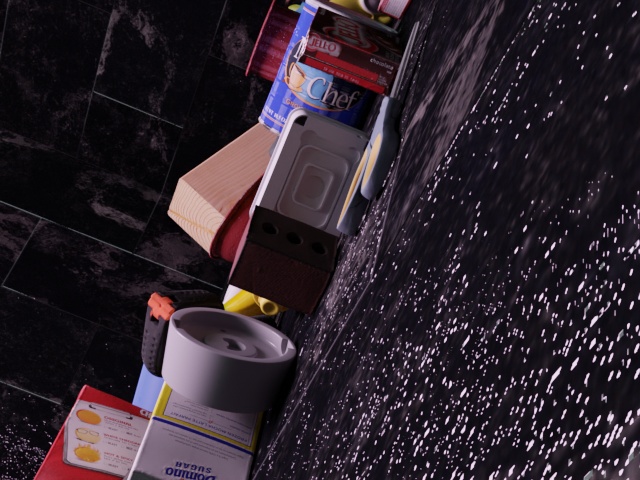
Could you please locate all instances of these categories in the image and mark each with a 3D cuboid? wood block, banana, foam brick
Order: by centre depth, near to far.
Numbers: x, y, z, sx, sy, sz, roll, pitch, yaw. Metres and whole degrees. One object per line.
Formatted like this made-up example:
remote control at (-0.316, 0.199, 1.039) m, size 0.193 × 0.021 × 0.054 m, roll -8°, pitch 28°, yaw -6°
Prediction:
foam brick at (-0.030, 0.017, 0.883) m, size 0.053 × 0.078 × 0.051 m, roll -80°, pitch 13°, yaw -56°
banana at (-0.048, 0.013, 1.139) m, size 0.037 × 0.069 × 0.198 m, roll 22°, pitch 79°, yaw 52°
wood block at (-0.100, -0.083, 1.474) m, size 0.205 × 0.091 × 0.090 m, roll -41°, pitch -11°, yaw -36°

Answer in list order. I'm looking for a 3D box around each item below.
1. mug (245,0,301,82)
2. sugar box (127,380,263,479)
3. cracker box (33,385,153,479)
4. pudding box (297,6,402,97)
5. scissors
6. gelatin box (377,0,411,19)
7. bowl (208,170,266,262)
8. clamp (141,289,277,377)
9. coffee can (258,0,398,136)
mug at (-0.026, -0.226, 1.208) m, size 0.093 × 0.081 × 0.117 m, roll 155°, pitch 136°, yaw -83°
sugar box at (-0.100, 0.163, 0.907) m, size 0.176 × 0.093 × 0.048 m, roll -76°, pitch 9°, yaw -57°
cracker box at (-0.170, 0.230, 0.952) m, size 0.213 × 0.164 × 0.072 m, roll -87°, pitch 22°, yaw -74°
pudding box at (0.029, -0.179, 1.003) m, size 0.113 × 0.090 × 0.039 m, roll -81°, pitch 13°, yaw -69°
scissors at (0.056, -0.099, 0.823) m, size 0.096 × 0.016 × 0.201 m, roll 139°, pitch 153°, yaw -75°
gelatin box at (0.093, -0.287, 1.117) m, size 0.089 × 0.030 × 0.073 m, roll 122°, pitch 169°, yaw -60°
bowl at (-0.061, -0.024, 1.294) m, size 0.162 × 0.055 × 0.162 m, roll -47°, pitch -11°, yaw -13°
clamp at (-0.127, 0.112, 1.033) m, size 0.164 × 0.036 × 0.210 m, roll -51°, pitch -26°, yaw -7°
coffee can at (0.008, -0.172, 1.119) m, size 0.103 × 0.102 × 0.140 m, roll -86°, pitch 19°, yaw -74°
